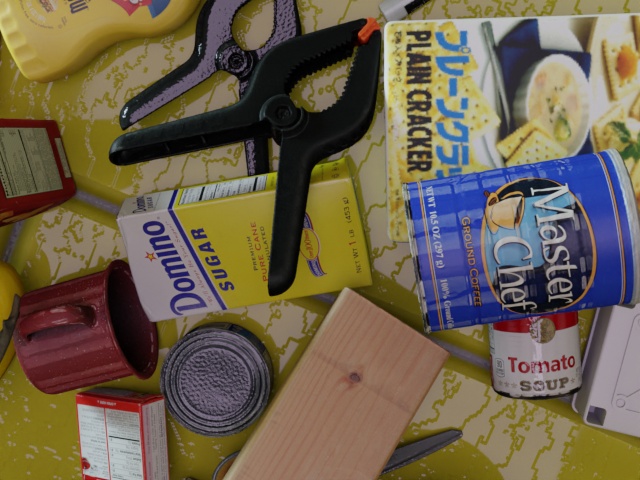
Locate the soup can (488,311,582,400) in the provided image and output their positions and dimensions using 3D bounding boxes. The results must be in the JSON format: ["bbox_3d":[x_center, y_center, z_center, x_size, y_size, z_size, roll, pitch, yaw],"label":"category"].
[{"bbox_3d":[0.157,0.060,0.790,0.068,0.068,0.102,-4,97,5],"label":"soup can"}]

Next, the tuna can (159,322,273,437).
[{"bbox_3d":[-0.080,0.107,0.830,0.086,0.033,0.086,1,96,4],"label":"tuna can"}]

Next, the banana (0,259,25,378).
[{"bbox_3d":[-0.278,0.089,0.836,0.069,0.037,0.198,23,107,-16],"label":"banana"}]

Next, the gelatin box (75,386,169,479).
[{"bbox_3d":[-0.152,0.162,0.829,0.073,0.030,0.089,1,98,37],"label":"gelatin box"}]

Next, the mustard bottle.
[{"bbox_3d":[-0.145,-0.193,0.790,0.191,0.058,0.096,-21,89,6],"label":"mustard bottle"}]

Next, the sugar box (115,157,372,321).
[{"bbox_3d":[-0.055,0.001,0.800,0.176,0.048,0.093,-12,114,4],"label":"sugar box"}]

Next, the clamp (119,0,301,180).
[{"bbox_3d":[-0.058,-0.124,0.802,0.120,0.039,0.171,34,97,-17],"label":"clamp"}]

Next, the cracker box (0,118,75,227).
[{"bbox_3d":[-0.282,-0.030,0.740,0.164,0.213,0.072,-17,95,6],"label":"cracker box"}]

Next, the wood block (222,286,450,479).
[{"bbox_3d":[-0.002,0.148,0.772,0.091,0.090,0.206,32,80,1],"label":"wood block"}]

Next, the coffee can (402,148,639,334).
[{"bbox_3d":[0.131,0.001,0.702,0.140,0.102,0.103,-9,96,6],"label":"coffee can"}]

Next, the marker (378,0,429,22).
[{"bbox_3d":[0.099,-0.199,0.789,0.121,0.020,0.020,-31,93,7],"label":"marker"}]

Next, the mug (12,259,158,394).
[{"bbox_3d":[-0.181,0.067,0.796,0.081,0.117,0.093,-15,78,11],"label":"mug"}]

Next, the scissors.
[{"bbox_3d":[0.004,0.171,0.823,0.201,0.016,0.096,-35,85,-9],"label":"scissors"}]

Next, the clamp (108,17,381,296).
[{"bbox_3d":[-0.036,-0.084,0.758,0.164,0.036,0.210,33,75,12],"label":"clamp"}]
